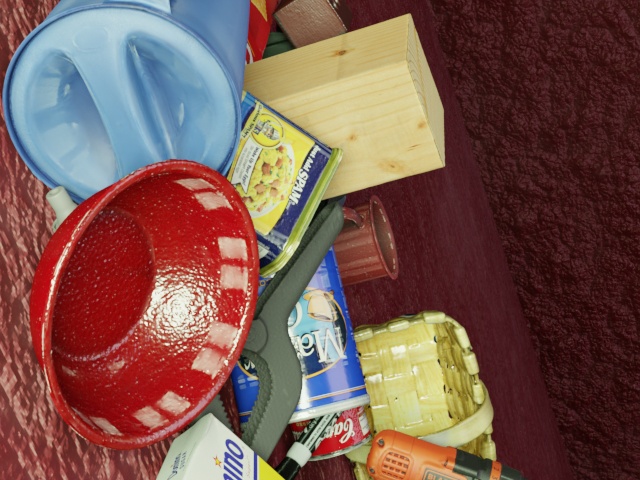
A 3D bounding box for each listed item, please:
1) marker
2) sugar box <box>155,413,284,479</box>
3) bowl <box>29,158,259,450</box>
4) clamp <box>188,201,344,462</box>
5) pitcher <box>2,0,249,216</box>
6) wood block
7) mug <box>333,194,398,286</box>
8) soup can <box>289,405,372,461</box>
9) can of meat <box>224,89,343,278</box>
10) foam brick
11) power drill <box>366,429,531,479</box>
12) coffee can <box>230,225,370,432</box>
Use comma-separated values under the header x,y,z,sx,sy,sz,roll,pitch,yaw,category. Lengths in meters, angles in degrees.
x,y,z,sx,sy,sz,roll,pitch,yaw,category
-0.004,0.156,0.873,0.121,0.020,0.020,-51,135,-26,marker
-0.030,0.200,0.675,0.176,0.048,0.093,46,23,-14,sugar box
-0.106,0.031,0.593,0.161,0.055,0.162,-24,121,-48,bowl
-0.066,0.060,0.740,0.036,0.164,0.210,-18,-116,63,clamp
-0.105,-0.139,0.685,0.145,0.149,0.242,52,21,-26,pitcher
-0.018,-0.087,0.809,0.090,0.206,0.090,-81,152,-55,wood block
0.027,0.001,1.132,0.117,0.081,0.093,51,28,-57,mug
-0.001,0.132,0.931,0.068,0.068,0.102,-26,101,-75,soup can
-0.045,-0.040,0.719,0.084,0.058,0.102,33,64,-14,can of meat
-0.006,-0.209,0.989,0.053,0.051,0.078,54,18,-17,foam brick
0.109,0.273,0.925,0.057,0.184,0.188,-22,131,-81,power drill
-0.026,0.069,0.830,0.102,0.103,0.140,13,64,-73,coffee can
